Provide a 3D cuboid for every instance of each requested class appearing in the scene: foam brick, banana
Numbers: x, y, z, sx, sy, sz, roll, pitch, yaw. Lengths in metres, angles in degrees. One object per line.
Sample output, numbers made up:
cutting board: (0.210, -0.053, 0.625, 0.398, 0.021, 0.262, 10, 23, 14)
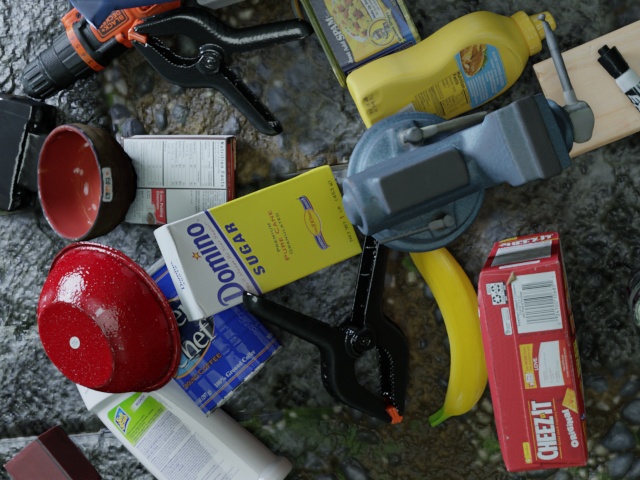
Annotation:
foam brick: (-0.278, 0.242, 1.112, 0.051, 0.053, 0.078, -41, 87, 12)
banana: (0.125, 0.084, 1.024, 0.070, 0.037, 0.198, -6, 95, 11)

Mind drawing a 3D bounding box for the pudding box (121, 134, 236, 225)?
pudding box: (-0.139, -0.059, 1.058, 0.113, 0.039, 0.090, 2, 97, 9)

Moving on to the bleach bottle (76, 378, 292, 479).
bleach bottle: (-0.153, 0.180, 1.077, 0.251, 0.068, 0.103, 42, 102, 6)

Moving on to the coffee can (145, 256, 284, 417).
coffee can: (-0.119, 0.086, 1.038, 0.103, 0.102, 0.140, -43, 88, 12)

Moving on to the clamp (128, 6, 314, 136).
clamp: (-0.098, -0.165, 1.016, 0.171, 0.039, 0.120, 11, 114, 2)

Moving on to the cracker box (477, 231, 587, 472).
cracker box: (0.185, 0.087, 0.923, 0.072, 0.213, 0.164, -8, 95, 13)

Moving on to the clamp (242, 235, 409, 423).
clamp: (0.037, 0.081, 1.014, 0.164, 0.036, 0.210, -39, 116, -16)

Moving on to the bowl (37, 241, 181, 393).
bowl: (-0.209, 0.085, 0.991, 0.162, 0.055, 0.162, 16, 122, 26)

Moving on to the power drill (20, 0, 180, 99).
power drill: (-0.255, -0.255, 1.049, 0.184, 0.057, 0.187, -32, 93, 9)

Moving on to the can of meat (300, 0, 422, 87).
can of meat: (0.036, -0.205, 0.981, 0.084, 0.057, 0.102, -25, 91, 9)

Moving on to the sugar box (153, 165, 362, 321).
sugar box: (-0.056, 0.001, 0.998, 0.176, 0.048, 0.093, -23, 93, -27)

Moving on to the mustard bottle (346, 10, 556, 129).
mustard bottle: (0.124, -0.155, 0.967, 0.191, 0.096, 0.058, -27, 53, 4)
